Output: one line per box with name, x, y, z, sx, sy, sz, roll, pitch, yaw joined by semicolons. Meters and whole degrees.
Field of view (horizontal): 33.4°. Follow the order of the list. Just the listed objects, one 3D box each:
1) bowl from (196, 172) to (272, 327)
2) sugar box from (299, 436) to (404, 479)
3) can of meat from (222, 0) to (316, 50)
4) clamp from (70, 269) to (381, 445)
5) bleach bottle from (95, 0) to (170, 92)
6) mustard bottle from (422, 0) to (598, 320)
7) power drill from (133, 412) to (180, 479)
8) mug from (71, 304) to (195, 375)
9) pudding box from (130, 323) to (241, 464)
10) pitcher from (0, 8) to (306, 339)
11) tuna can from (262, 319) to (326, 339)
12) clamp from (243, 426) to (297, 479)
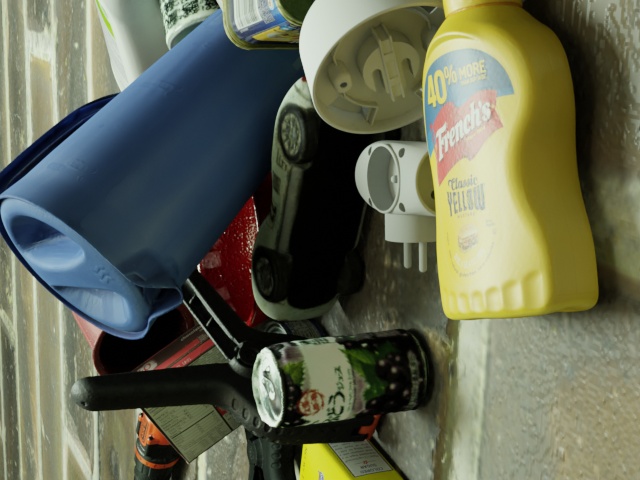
bowl;-0.056;0.001;0.890;0.162;0.055;0.162;176;90;-66
sugar box;0.038;0.208;0.732;0.176;0.048;0.093;-137;48;-57
can of meat;-0.002;-0.157;0.691;0.084;0.101;0.057;3;97;64
clamp;-0.055;0.087;0.779;0.164;0.210;0.036;-73;-1;-50
bleach bottle;-0.171;-0.204;0.977;0.102;0.068;0.251;58;169;19
mustard bottle;0.092;-0.056;0.554;0.096;0.058;0.191;168;97;-64
power drill;-0.206;0.183;1.251;0.188;0.057;0.185;58;140;41
mug;-0.163;0.072;0.942;0.082;0.093;0.117;48;179;43
pudding box;-0.110;0.134;0.940;0.039;0.090;0.113;47;169;45
pitcher;-0.113;-0.062;0.766;0.149;0.242;0.145;44;151;-10
tuna can;-0.020;0.105;0.855;0.086;0.033;0.086;176;90;-65
clamp;-0.046;0.187;0.925;0.120;0.039;0.171;-22;71;59
